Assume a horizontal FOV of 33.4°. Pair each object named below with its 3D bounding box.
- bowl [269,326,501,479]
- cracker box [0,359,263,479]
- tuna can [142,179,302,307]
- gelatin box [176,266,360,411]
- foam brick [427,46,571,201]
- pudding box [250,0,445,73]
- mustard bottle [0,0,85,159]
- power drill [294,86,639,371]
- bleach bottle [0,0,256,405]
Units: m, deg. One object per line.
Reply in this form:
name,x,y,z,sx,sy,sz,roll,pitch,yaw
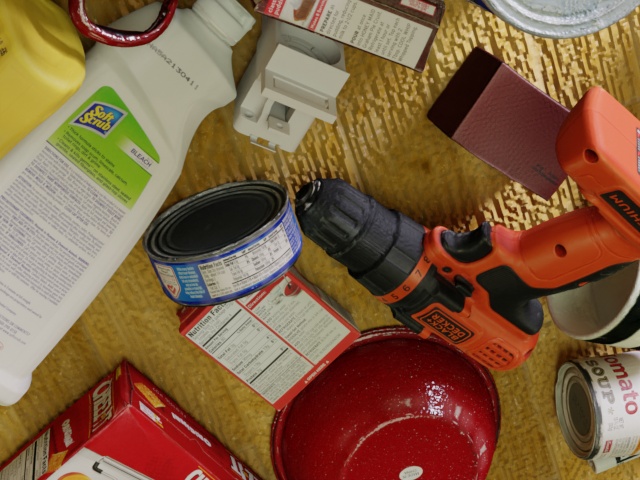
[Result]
bowl,0.051,0.139,0.695,0.162,0.055,0.162,-4,112,-11
cracker box,-0.143,0.203,0.670,0.214,0.072,0.164,-41,115,5
tuna can,-0.054,0.001,0.599,0.086,0.086,0.034,-21,116,-4
gelatin box,-0.032,0.051,0.655,0.073,0.030,0.089,-44,114,9
foam brick,0.112,-0.069,0.626,0.078,0.051,0.053,31,103,-21
pudding box,0.006,-0.131,0.544,0.090,0.113,0.039,16,110,-17
mustard bottle,-0.203,-0.044,0.538,0.192,0.096,0.058,-39,126,15
power drill,0.102,-0.008,0.601,0.184,0.057,0.188,34,137,-25
bleach bottle,-0.125,-0.032,0.584,0.251,0.068,0.102,-46,115,5
